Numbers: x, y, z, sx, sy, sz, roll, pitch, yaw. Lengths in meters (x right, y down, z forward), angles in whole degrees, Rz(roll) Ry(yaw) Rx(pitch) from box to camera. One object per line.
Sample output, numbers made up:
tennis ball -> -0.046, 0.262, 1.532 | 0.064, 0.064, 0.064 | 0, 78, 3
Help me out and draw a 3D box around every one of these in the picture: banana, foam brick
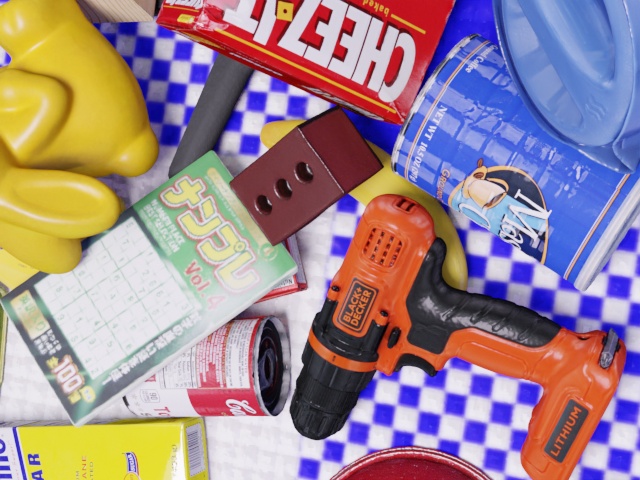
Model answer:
banana -> 0.039, -0.021, 0.715 | 0.070, 0.037, 0.198 | -40, 78, 11
foam brick -> -0.010, -0.042, 0.685 | 0.078, 0.051, 0.053 | -36, 89, 42

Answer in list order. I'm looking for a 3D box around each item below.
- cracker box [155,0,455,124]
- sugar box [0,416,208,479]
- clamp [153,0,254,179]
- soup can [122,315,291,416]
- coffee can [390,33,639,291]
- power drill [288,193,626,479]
cracker box -> 0.016, -0.201, 0.666 | 0.072, 0.164, 0.214 | 27, 96, 59
sugar box -> -0.168, 0.175, 0.764 | 0.176, 0.048, 0.093 | -5, 86, 15
clamp -> -0.055, -0.146, 0.748 | 0.210, 0.036, 0.164 | -24, 80, 14
soup can -> -0.079, 0.086, 0.730 | 0.102, 0.068, 0.068 | -3, 87, 17
coffee can -> 0.129, -0.049, 0.656 | 0.140, 0.102, 0.103 | 34, 97, 15
power drill -> 0.081, 0.084, 0.674 | 0.188, 0.057, 0.185 | 26, 118, 10
